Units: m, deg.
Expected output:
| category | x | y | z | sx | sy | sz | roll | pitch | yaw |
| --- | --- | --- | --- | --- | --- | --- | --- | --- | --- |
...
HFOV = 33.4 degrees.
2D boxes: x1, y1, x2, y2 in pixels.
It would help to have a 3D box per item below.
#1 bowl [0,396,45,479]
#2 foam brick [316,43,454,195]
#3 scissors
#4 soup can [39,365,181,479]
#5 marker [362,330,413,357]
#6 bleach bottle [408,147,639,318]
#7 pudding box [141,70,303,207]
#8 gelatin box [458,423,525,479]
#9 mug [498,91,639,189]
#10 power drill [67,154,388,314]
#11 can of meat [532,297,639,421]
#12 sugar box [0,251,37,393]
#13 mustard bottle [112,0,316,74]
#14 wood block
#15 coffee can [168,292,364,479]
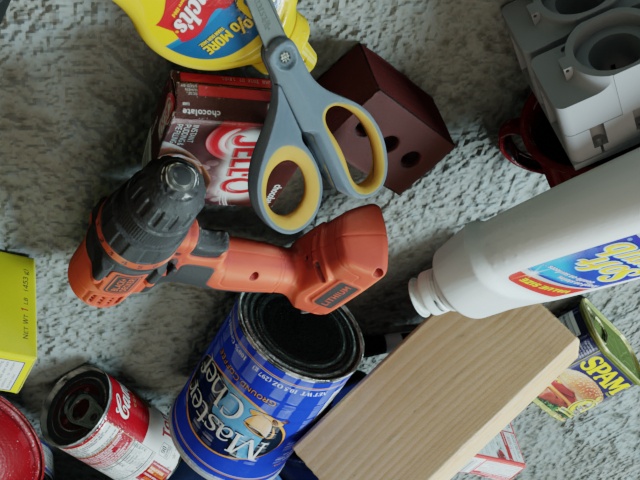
| category | x | y | z | sx | sy | sz | roll | pitch | yaw |
| --- | --- | --- | --- | --- | --- | --- | --- | --- | --- |
| bowl | -0.297 | 0.179 | 0.816 | 0.162 | 0.055 | 0.162 | 1 | 121 | 1 |
| foam brick | 0.037 | -0.077 | 0.680 | 0.078 | 0.051 | 0.053 | 29 | 122 | -37 |
| scissors | -0.031 | -0.081 | 0.576 | 0.096 | 0.016 | 0.201 | -47 | 127 | -7 |
| soup can | -0.164 | 0.152 | 0.853 | 0.068 | 0.068 | 0.102 | -29 | 136 | 14 |
| marker | 0.084 | 0.082 | 0.887 | 0.121 | 0.020 | 0.020 | -6 | 137 | -10 |
| bleach bottle | 0.172 | -0.003 | 0.662 | 0.251 | 0.068 | 0.102 | -24 | 149 | 29 |
| pudding box | -0.058 | -0.059 | 0.655 | 0.090 | 0.039 | 0.114 | 3 | 159 | -18 |
| gelatin box | 0.135 | 0.173 | 0.958 | 0.089 | 0.073 | 0.030 | 17 | 130 | -32 |
| mug | 0.178 | -0.061 | 0.720 | 0.117 | 0.093 | 0.081 | 2 | 150 | 27 |
| power drill | -0.054 | 0.001 | 0.684 | 0.187 | 0.057 | 0.185 | 7 | 159 | -25 |
| can of meat | 0.219 | 0.107 | 0.925 | 0.084 | 0.057 | 0.102 | -32 | 135 | 21 |
| sugar box | -0.273 | 0.037 | 0.680 | 0.176 | 0.093 | 0.048 | 16 | 128 | -30 |
| mustard bottle | -0.068 | -0.146 | 0.572 | 0.096 | 0.058 | 0.191 | -42 | 132 | 16 |
| wood block | 0.090 | 0.122 | 0.812 | 0.206 | 0.091 | 0.090 | -44 | 160 | -1 |
| coffee can | -0.044 | 0.108 | 0.815 | 0.102 | 0.103 | 0.140 | 12 | 131 | -27 |
